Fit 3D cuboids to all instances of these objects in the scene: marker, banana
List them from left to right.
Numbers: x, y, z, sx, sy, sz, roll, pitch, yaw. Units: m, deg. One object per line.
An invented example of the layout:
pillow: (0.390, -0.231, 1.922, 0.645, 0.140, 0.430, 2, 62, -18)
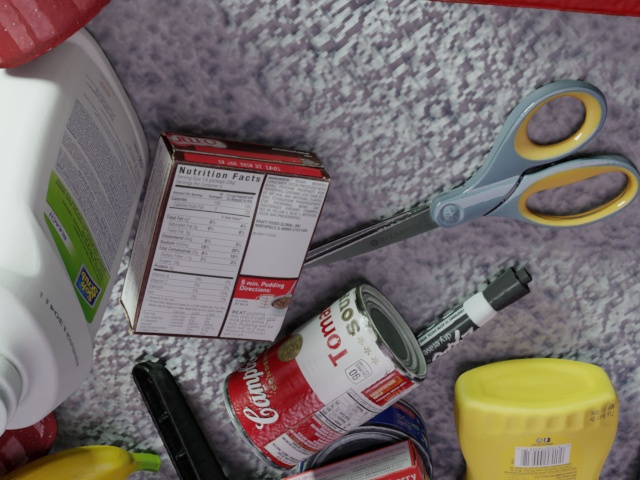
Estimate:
banana: (-0.193, 0.176, 0.651, 0.197, 0.037, 0.069, -29, 134, -4)
marker: (0.076, 0.055, 0.642, 0.121, 0.020, 0.020, -39, 114, 17)

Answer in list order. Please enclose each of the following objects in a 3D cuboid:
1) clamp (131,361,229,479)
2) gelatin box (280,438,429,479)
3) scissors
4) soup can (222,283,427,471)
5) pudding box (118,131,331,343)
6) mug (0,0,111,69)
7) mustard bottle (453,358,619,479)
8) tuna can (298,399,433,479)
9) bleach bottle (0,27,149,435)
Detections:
clamp: (-0.071, 0.195, 0.662, 0.209, 0.164, 0.036, 41, 153, -29)
gelatin box: (0.028, 0.169, 0.656, 0.089, 0.030, 0.073, -20, 118, 8)
scissors: (0.078, -0.036, 0.593, 0.202, 0.016, 0.096, -6, 117, 1)
soup can: (0.003, 0.080, 0.624, 0.102, 0.068, 0.068, -36, 115, 16)
pudding box: (-0.054, 0.001, 0.584, 0.089, 0.039, 0.114, 7, 118, -23)
mug: (-0.153, -0.131, 0.495, 0.117, 0.093, 0.081, -15, 126, 31)
mustard bottle: (0.134, 0.168, 0.684, 0.096, 0.058, 0.192, -4, 119, -1)
tuna can: (0.028, 0.140, 0.678, 0.086, 0.034, 0.086, -1, 119, -2)
bleach bottle: (-0.128, -0.008, 0.465, 0.068, 0.251, 0.102, -22, 118, 9)
